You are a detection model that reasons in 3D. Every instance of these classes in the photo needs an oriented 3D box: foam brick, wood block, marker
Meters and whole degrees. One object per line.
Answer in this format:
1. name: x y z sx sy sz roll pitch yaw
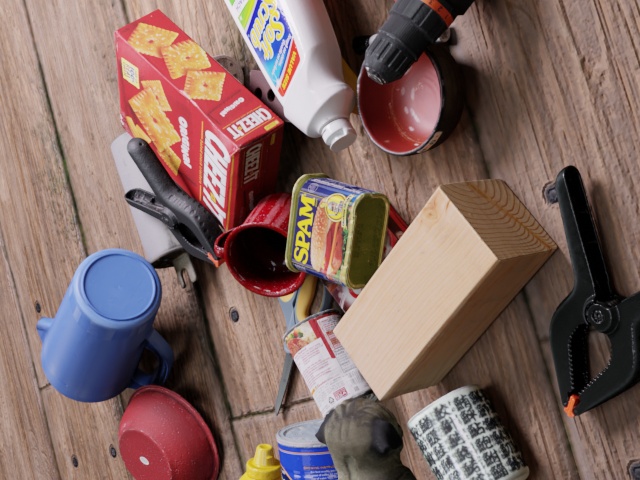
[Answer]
1. foam brick: -0.035 -0.156 1.150 0.078 0.051 0.053 14 107 46
2. wood block: 0.111 0.047 0.996 0.091 0.090 0.206 55 132 26
3. marker: 0.075 -0.197 1.045 0.121 0.020 0.020 2 98 48

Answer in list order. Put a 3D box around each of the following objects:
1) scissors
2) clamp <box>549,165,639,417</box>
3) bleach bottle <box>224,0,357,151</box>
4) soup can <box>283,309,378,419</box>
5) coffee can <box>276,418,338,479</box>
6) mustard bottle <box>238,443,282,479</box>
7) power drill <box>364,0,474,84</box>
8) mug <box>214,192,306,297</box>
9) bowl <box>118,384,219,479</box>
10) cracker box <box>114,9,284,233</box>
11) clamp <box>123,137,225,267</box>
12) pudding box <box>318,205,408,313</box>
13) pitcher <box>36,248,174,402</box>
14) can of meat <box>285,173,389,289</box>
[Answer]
1. scissors: -0.040 0.101 1.228 0.096 0.016 0.202 50 130 32
2. clamp: 0.248 0.058 0.882 0.165 0.036 0.210 25 117 44
3. bleach bottle: -0.025 -0.204 1.062 0.103 0.067 0.251 -45 62 42
4. soup can: 0.012 0.133 1.137 0.069 0.068 0.102 -47 63 42
5. coffee can: 0.011 0.268 1.135 0.103 0.102 0.140 -3 95 48
6. mustard bottle: -0.068 0.328 1.238 0.058 0.096 0.192 15 107 46
7. power drill: 0.060 -0.244 0.977 0.188 0.057 0.184 36 87 39
8. mug: -0.058 0.001 1.153 0.117 0.081 0.093 -3 120 22
9. bowl: -0.210 0.271 1.384 0.162 0.055 0.162 18 122 31
10. cracker box: -0.140 -0.128 1.194 0.214 0.072 0.164 45 151 22
11. clamp: -0.166 -0.041 1.217 0.172 0.039 0.120 36 154 21
12. pudding box: 0.051 0.022 1.095 0.090 0.039 0.114 53 131 29
13. pitcher: -0.268 0.113 1.366 0.243 0.149 0.145 -54 51 57
14. can of meat: 0.017 -0.008 1.058 0.084 0.057 0.102 19 107 42
